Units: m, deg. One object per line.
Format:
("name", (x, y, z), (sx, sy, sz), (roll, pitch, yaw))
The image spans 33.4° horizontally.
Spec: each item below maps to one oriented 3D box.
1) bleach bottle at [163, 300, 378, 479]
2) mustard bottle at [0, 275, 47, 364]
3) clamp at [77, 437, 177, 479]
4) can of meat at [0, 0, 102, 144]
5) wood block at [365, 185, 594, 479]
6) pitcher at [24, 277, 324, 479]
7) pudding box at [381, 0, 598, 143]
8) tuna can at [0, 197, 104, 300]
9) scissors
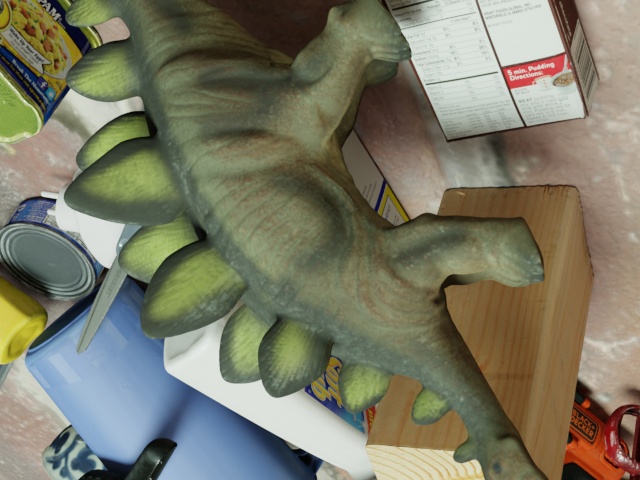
("bleach bottle", (-0.006, 0.116, 0.843), (0.250, 0.102, 0.068), (36, 124, -28))
("mustard bottle", (-0.310, 0.018, 0.863), (0.191, 0.058, 0.096), (40, 170, 2))
("clamp", (-0.134, 0.215, 0.809), (0.172, 0.039, 0.120), (-26, 94, 45))
("can of meat", (-0.197, -0.124, 0.666), (0.058, 0.084, 0.102), (-14, 128, 34))
("wood block", (0.104, 0.068, 0.647), (0.091, 0.206, 0.090), (0, 134, 24))
("pitcher", (-0.115, 0.144, 0.871), (0.145, 0.149, 0.243), (-29, 105, 39))
("pudding box", (0.094, -0.112, 0.588), (0.090, 0.039, 0.113), (-7, 129, 30))
("tuna can", (-0.212, 0.007, 0.849), (0.086, 0.033, 0.086), (12, 138, 11))
("scissors", (-0.114, 0.005, 0.736), (0.096, 0.016, 0.202), (22, 108, 22))
